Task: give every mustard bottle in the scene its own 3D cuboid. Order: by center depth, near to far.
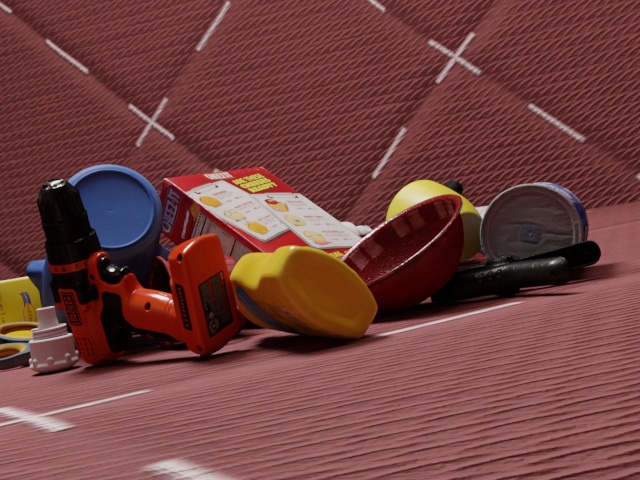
[{"bbox_3d":[-0.030,0.048,0.941,0.096,0.058,0.192,35,-16,-17],"label":"mustard bottle"}]

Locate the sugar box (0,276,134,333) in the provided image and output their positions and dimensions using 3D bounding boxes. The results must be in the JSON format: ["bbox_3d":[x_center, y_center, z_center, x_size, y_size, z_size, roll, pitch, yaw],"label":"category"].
[{"bbox_3d":[-0.308,0.082,1.320,0.176,0.093,0.048,-10,2,-5],"label":"sugar box"}]

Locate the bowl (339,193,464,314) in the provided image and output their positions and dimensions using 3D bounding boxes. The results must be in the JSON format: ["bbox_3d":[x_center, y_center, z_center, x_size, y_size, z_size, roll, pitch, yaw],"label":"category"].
[{"bbox_3d":[0.083,0.023,1.048,0.162,0.055,0.162,-33,14,9],"label":"bowl"}]

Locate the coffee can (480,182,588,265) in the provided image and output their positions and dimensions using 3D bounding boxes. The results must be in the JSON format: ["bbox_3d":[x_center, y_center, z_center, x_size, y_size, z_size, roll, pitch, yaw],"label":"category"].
[{"bbox_3d":[0.231,-0.010,1.140,0.103,0.103,0.140,-9,1,17],"label":"coffee can"}]

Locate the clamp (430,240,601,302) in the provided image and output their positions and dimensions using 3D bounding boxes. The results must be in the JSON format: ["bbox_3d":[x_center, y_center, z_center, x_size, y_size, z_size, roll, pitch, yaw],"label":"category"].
[{"bbox_3d":[0.179,0.034,1.026,0.172,0.039,0.120,-16,-5,21],"label":"clamp"}]

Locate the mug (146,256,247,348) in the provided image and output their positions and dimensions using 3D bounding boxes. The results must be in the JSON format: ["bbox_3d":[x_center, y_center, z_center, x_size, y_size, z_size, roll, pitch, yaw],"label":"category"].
[{"bbox_3d":[-0.118,0.061,1.072,0.081,0.093,0.117,-5,13,-26],"label":"mug"}]

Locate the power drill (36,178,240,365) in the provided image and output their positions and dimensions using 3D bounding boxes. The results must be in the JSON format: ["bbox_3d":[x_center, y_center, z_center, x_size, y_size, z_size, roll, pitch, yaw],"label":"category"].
[{"bbox_3d":[-0.169,0.031,0.965,0.188,0.184,0.057,2,25,36],"label":"power drill"}]

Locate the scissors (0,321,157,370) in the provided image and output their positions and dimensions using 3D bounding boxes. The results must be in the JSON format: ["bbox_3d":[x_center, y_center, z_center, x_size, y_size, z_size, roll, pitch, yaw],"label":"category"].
[{"bbox_3d":[-0.281,0.118,1.142,0.202,0.016,0.096,5,28,28],"label":"scissors"}]

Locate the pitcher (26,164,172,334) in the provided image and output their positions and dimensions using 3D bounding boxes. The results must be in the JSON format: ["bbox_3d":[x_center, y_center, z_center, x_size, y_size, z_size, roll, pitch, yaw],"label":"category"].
[{"bbox_3d":[-0.229,0.018,1.174,0.149,0.145,0.243,-27,-14,-24],"label":"pitcher"}]

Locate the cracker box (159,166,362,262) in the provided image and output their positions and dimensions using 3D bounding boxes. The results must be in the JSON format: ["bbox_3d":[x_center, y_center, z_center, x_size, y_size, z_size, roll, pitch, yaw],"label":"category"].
[{"bbox_3d":[-0.058,0.001,1.196,0.214,0.072,0.163,35,28,30],"label":"cracker box"}]
